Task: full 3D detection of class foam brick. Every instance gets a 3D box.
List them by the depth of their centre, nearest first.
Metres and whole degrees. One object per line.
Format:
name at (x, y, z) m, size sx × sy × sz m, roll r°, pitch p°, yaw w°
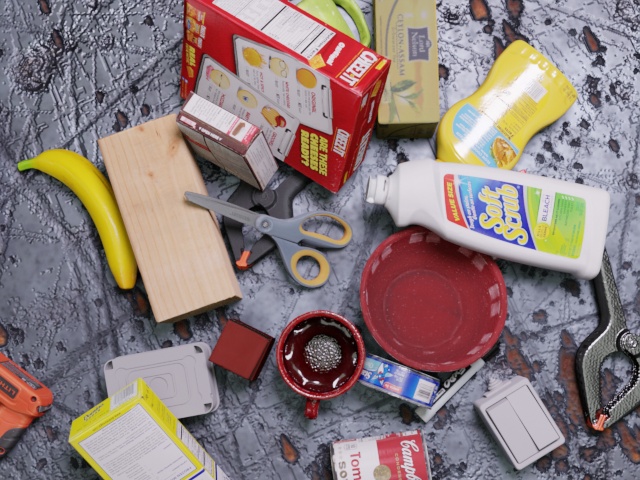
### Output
foam brick at (-0.083, 0.118, 1.156) m, size 0.051 × 0.078 × 0.053 m, roll 25°, pitch 84°, yaw 4°

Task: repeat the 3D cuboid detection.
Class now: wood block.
wood block at (-0.162, -0.021, 1.163) m, size 0.090 × 0.091 × 0.206 m, roll -19°, pitch 85°, yaw 0°

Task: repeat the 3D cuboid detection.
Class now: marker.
marker at (0.153, 0.152, 1.174) m, size 0.121 × 0.020 × 0.020 m, roll -44°, pitch 86°, yaw -2°

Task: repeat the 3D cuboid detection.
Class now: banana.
banana at (-0.255, -0.037, 1.192) m, size 0.198 × 0.037 × 0.070 m, roll 48°, pitch 115°, yaw 12°

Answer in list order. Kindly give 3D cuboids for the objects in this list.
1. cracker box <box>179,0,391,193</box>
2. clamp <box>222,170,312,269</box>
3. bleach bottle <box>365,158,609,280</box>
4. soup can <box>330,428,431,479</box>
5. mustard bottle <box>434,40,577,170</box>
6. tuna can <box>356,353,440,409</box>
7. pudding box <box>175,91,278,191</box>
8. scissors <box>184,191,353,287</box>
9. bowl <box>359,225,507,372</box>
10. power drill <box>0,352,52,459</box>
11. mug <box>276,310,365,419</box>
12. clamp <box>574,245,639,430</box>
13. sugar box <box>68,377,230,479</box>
cracker box at (-0.043, -0.169, 1.119) m, size 0.214 × 0.164 × 0.072 m, roll 32°, pitch 58°, yaw 12°
clamp at (-0.052, -0.049, 1.188) m, size 0.120 × 0.039 × 0.171 m, roll 8°, pitch 83°, yaw 7°
bleach bottle at (0.171, -0.027, 1.127) m, size 0.250 × 0.068 × 0.102 m, roll 9°, pitch 89°, yaw -4°
soup can at (0.065, 0.243, 1.146) m, size 0.102 × 0.068 × 0.068 m, roll -8°, pitch 85°, yaw 2°
mustard bottle at (0.185, -0.121, 1.176) m, size 0.096 × 0.058 × 0.191 m, roll 43°, pitch 88°, yaw -1°
tuna can at (0.084, 0.151, 1.144) m, size 0.086 × 0.086 × 0.034 m, roll 20°, pitch 85°, yaw 3°
pudding box at (-0.097, -0.103, 1.126) m, size 0.090 × 0.113 × 0.039 m, roll 28°, pitch 81°, yaw 14°
scissors at (-0.058, 0.001, 1.151) m, size 0.201 × 0.016 × 0.096 m, roll 4°, pitch 101°, yaw -27°
bowl at (0.117, 0.067, 1.153) m, size 0.162 × 0.055 × 0.162 m, roll 2°, pitch 72°, yaw -8°
power drill at (-0.400, 0.208, 1.170) m, size 0.184 × 0.057 × 0.187 m, roll 36°, pitch 90°, yaw 0°
mug at (-0.001, 0.134, 1.149) m, size 0.093 × 0.081 × 0.117 m, roll 7°, pitch 85°, yaw 2°
clamp at (0.328, 0.102, 1.164) m, size 0.164 × 0.036 × 0.210 m, roll 29°, pitch 87°, yaw 3°
sugar box at (-0.173, 0.238, 1.127) m, size 0.093 × 0.048 × 0.176 m, roll -32°, pitch 114°, yaw 7°
